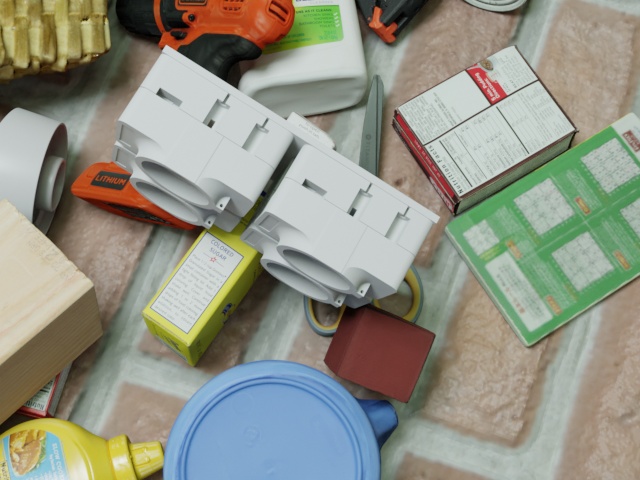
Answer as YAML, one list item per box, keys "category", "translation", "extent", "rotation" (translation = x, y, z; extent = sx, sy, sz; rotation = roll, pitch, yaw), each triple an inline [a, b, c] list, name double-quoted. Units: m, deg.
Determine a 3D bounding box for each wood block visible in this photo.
- category: "wood block"
  translation: [-0.247, 0.082, 0.678]
  extent: [0.090, 0.091, 0.205]
  rotation: [42, 67, 13]

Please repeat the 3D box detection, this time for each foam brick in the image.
- category: "foam brick"
  translation: [0.039, 0.074, 0.729]
  extent: [0.053, 0.078, 0.051]
  rotation: [24, 88, -5]

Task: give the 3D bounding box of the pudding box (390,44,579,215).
- category: "pudding box"
  translation: [0.124, -0.085, 0.812]
  extent: [0.113, 0.039, 0.090]
  rotation: [-30, 75, -8]

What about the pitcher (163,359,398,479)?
- category: "pitcher"
  translation: [-0.033, 0.138, 0.631]
  extent: [0.145, 0.243, 0.149]
  rotation: [21, 80, 4]

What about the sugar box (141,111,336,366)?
- category: "sugar box"
  translation: [-0.055, 0.001, 0.753]
  extent: [0.048, 0.093, 0.176]
  rotation: [37, 76, 5]

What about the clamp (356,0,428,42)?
- category: "clamp"
  translation: [0.058, -0.244, 0.856]
  extent: [0.120, 0.039, 0.171]
  rotation: [14, 78, 40]

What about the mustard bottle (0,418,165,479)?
- category: "mustard bottle"
  translation: [-0.197, 0.172, 0.714]
  extent: [0.191, 0.058, 0.096]
  rotation: [-17, 71, -6]

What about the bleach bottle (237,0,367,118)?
- category: "bleach bottle"
  translation: [-0.032, -0.222, 0.843]
  extent: [0.102, 0.068, 0.251]
  rotation: [-9, 70, -5]

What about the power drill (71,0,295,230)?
- category: "power drill"
  translation: [-0.115, -0.109, 0.780]
  extent: [0.185, 0.057, 0.187]
  rotation: [12, 81, 46]

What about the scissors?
- category: "scissors"
  translation: [0.050, -0.018, 0.793]
  extent: [0.096, 0.016, 0.201]
  rotation: [21, 79, 2]
